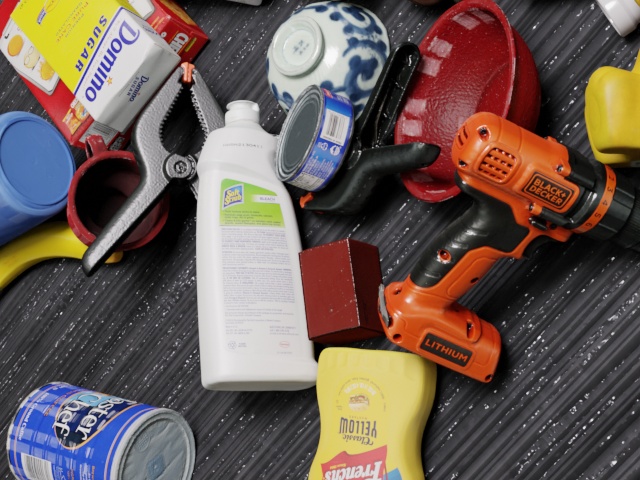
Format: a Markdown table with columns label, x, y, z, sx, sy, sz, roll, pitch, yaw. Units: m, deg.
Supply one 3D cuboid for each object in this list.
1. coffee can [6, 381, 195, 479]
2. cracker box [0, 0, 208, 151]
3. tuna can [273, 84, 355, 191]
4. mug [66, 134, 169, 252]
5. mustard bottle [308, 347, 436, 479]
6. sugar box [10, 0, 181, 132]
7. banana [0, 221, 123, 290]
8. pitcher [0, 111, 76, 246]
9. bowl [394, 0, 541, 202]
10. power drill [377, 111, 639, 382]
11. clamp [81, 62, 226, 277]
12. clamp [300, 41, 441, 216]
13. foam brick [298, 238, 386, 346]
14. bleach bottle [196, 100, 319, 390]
| label | x | y | z | sx | sy | sz | roll | pitch | yaw |
| --- | --- | --- | --- | --- | --- | --- | --- | --- | --- |
| coffee can | -0.200 | 0.191 | 0.972 | 0.141 | 0.102 | 0.103 | 7 | 84 | 34 |
| cracker box | -0.234 | -0.214 | 1.100 | 0.164 | 0.072 | 0.214 | -50 | 58 | 14 |
| tuna can | -0.005 | -0.085 | 0.895 | 0.086 | 0.033 | 0.086 | -50 | 30 | 42 |
| mug | -0.200 | -0.043 | 1.013 | 0.117 | 0.093 | 0.082 | 69 | 160 | 0 |
| mustard bottle | 0.037 | 0.184 | 0.847 | 0.096 | 0.058 | 0.191 | 1 | 81 | 28 |
| sugar box | -0.216 | -0.192 | 1.010 | 0.093 | 0.048 | 0.176 | -50 | 58 | 11 |
| banana | -0.284 | 0.016 | 1.107 | 0.198 | 0.037 | 0.069 | -21 | 88 | 29 |
| pitcher | -0.360 | -0.051 | 1.098 | 0.243 | 0.144 | 0.149 | -19 | 76 | 36 |
| bowl | 0.122 | -0.104 | 0.832 | 0.162 | 0.055 | 0.162 | -37 | 48 | 55 |
| power drill | 0.143 | 0.014 | 0.778 | 0.188 | 0.184 | 0.057 | -58 | 17 | 25 |
| clamp | -0.136 | -0.057 | 0.969 | 0.164 | 0.036 | 0.210 | -3 | 80 | -9 |
| clamp | 0.040 | -0.067 | 0.876 | 0.172 | 0.039 | 0.120 | -54 | 29 | 37 |
| foam brick | 0.019 | 0.043 | 0.892 | 0.051 | 0.052 | 0.078 | -16 | 71 | 29 |
| bleach bottle | -0.056 | 0.001 | 0.923 | 0.068 | 0.102 | 0.251 | 141 | 129 | -65 |
